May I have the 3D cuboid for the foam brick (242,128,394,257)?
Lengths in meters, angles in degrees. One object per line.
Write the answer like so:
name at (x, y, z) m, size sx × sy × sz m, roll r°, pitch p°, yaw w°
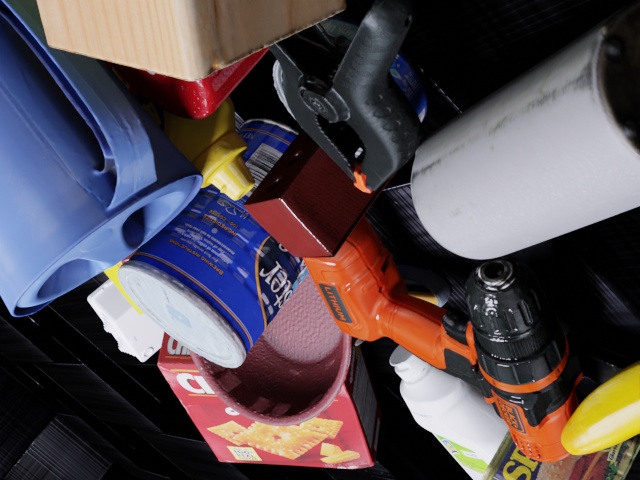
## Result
foam brick at (0.000, -0.034, 0.663) m, size 0.051 × 0.078 × 0.053 m, roll 45°, pitch 157°, yaw -21°

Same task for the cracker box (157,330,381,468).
cracker box at (-0.040, 0.140, 0.987) m, size 0.164 × 0.072 × 0.213 m, roll 0°, pitch 147°, yaw 12°

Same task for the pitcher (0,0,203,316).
pitcher at (-0.184, -0.091, 0.608) m, size 0.243 × 0.149 × 0.145 m, roll 52°, pitch -165°, yaw 3°

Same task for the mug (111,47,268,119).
mug at (-0.061, -0.121, 0.581) m, size 0.117 × 0.081 × 0.093 m, roll 9°, pitch 145°, yaw 50°

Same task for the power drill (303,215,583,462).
power drill at (0.074, 0.046, 0.664) m, size 0.188 × 0.057 × 0.184 m, roll 31°, pitch 157°, yaw 40°

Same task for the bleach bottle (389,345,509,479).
bleach bottle at (0.150, 0.171, 0.852) m, size 0.250 × 0.068 × 0.103 m, roll 46°, pitch 158°, yaw -18°

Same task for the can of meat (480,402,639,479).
can of meat at (0.171, 0.163, 0.761) m, size 0.084 × 0.102 × 0.057 m, roll 27°, pitch 156°, yaw 20°

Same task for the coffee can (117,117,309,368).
coffee can at (-0.055, 0.001, 0.730) m, size 0.103 × 0.140 × 0.103 m, roll 31°, pitch 157°, yaw 15°

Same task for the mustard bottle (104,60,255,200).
mustard bottle at (-0.109, -0.102, 0.674) m, size 0.191 × 0.058 × 0.096 m, roll 49°, pitch 153°, yaw 3°

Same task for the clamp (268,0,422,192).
clamp at (0.014, -0.078, 0.508) m, size 0.120 × 0.039 × 0.171 m, roll 32°, pitch 166°, yaw 41°

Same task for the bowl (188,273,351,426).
bowl at (-0.032, 0.061, 0.843) m, size 0.162 × 0.055 × 0.162 m, roll 8°, pitch 106°, yaw 31°

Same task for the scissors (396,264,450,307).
scissors at (0.049, 0.054, 0.842) m, size 0.096 × 0.016 × 0.202 m, roll 44°, pitch 157°, yaw -15°

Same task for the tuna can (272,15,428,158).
tuna can at (0.017, -0.084, 0.598) m, size 0.086 × 0.033 × 0.086 m, roll 32°, pitch 157°, yaw 15°
